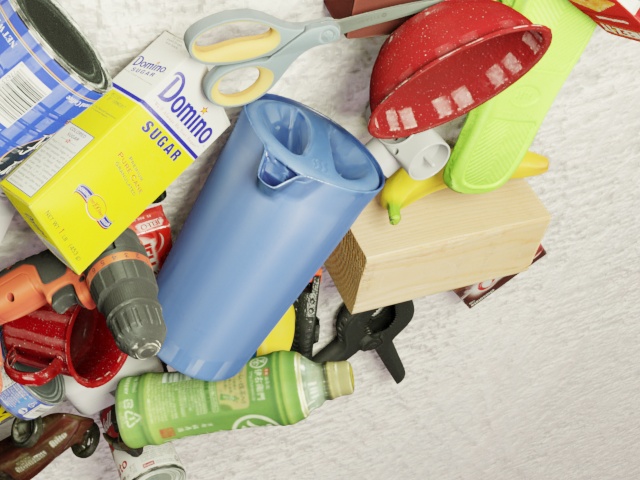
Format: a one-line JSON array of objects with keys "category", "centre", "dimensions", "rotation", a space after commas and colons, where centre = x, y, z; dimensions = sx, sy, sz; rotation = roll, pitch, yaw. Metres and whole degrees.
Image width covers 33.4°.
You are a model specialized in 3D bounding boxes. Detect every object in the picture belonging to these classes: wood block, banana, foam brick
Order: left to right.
[{"category": "foam brick", "centre": [0.049, -0.197, 0.838], "dimensions": [0.078, 0.051, 0.053], "rotation": [-11, 141, -22]}, {"category": "wood block", "centre": [0.113, -0.006, 1.078], "dimensions": [0.205, 0.091, 0.090], "rotation": [-12, 142, -21]}, {"category": "banana", "centre": [0.130, -0.061, 1.042], "dimensions": [0.197, 0.070, 0.037], "rotation": [-21, 145, -25]}]

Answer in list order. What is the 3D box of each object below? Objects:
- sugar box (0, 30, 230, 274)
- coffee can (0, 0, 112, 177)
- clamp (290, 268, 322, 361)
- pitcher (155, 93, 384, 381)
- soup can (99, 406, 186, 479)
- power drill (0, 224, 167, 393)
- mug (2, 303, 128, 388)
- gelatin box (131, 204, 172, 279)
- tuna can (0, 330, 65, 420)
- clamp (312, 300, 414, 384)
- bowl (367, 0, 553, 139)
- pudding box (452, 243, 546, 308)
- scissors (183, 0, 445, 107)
[{"category": "sugar box", "centre": [-0.150, -0.067, 0.814], "dimensions": [0.176, 0.048, 0.093], "rotation": [-46, 148, -17]}, {"category": "coffee can", "centre": [-0.229, -0.100, 0.730], "dimensions": [0.140, 0.103, 0.102], "rotation": [-37, 143, 11]}, {"category": "clamp", "centre": [-0.019, 0.092, 1.128], "dimensions": [0.039, 0.120, 0.171], "rotation": [5, 118, -8]}, {"category": "pitcher", "centre": [-0.056, 0.001, 0.934], "dimensions": [0.149, 0.145, 0.243], "rotation": [15, 122, -34]}, {"category": "soup can", "centre": [-0.190, 0.220, 1.144], "dimensions": [0.068, 0.102, 0.068], "rotation": [-18, 143, -14]}, {"category": "power drill", "centre": [-0.218, 0.058, 0.858], "dimensions": [0.188, 0.184, 0.057], "rotation": [-32, 140, 6]}, {"category": "mug", "centre": [-0.229, 0.084, 0.934], "dimensions": [0.117, 0.082, 0.093], "rotation": [-54, 143, -41]}, {"category": "gelatin box", "centre": [-0.171, 0.015, 0.969], "dimensions": [0.073, 0.030, 0.089], "rotation": [-17, 143, -17]}, {"category": "tuna can", "centre": [-0.275, 0.122, 0.983], "dimensions": [0.034, 0.086, 0.086], "rotation": [-33, 144, 8]}, {"category": "clamp", "centre": [0.061, 0.110, 1.230], "dimensions": [0.164, 0.036, 0.210], "rotation": [0, 135, -33]}, {"category": "bowl", "centre": [0.099, -0.144, 0.844], "dimensions": [0.162, 0.055, 0.162], "rotation": [-25, 168, -6]}, {"category": "pudding box", "centre": [0.191, 0.018, 1.203], "dimensions": [0.113, 0.039, 0.090], "rotation": [-35, 144, 9]}, {"category": "scissors", "centre": [-0.007, -0.144, 0.815], "dimensions": [0.201, 0.016, 0.096], "rotation": [-6, 142, -20]}]
